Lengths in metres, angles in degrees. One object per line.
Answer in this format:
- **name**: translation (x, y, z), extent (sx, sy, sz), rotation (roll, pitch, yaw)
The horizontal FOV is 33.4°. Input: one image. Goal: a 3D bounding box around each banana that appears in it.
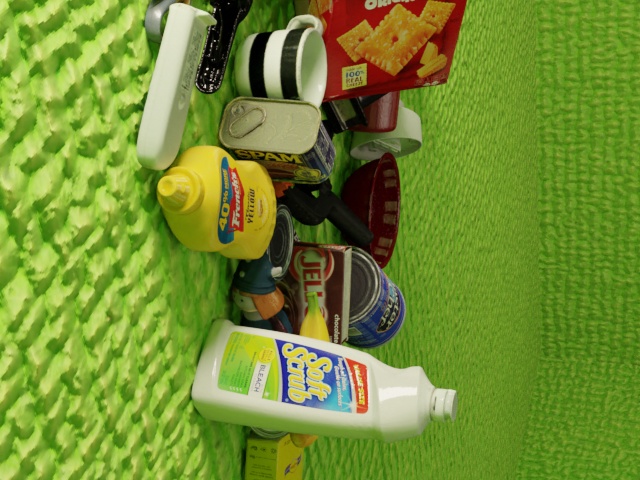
- **banana**: translation (-0.012, 0.148, 1.126), extent (0.197, 0.037, 0.069), rotation (-88, 157, -45)

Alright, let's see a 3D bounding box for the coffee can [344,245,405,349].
- **coffee can**: translation (0.044, 0.075, 1.363), extent (0.140, 0.103, 0.103), rotation (46, 51, -65)

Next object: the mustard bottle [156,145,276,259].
- **mustard bottle**: translation (-0.099, -0.037, 0.981), extent (0.191, 0.058, 0.096), rotation (16, 78, -71)

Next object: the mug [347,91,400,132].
- **mug**: translation (0.052, -0.184, 1.376), extent (0.117, 0.093, 0.081), rotation (-8, 109, -41)

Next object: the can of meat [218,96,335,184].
- **can of meat**: translation (-0.041, -0.098, 1.076), extent (0.084, 0.102, 0.057), rotation (56, 43, -65)

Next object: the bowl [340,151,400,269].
- **bowl**: translation (0.065, -0.042, 1.475), extent (0.162, 0.055, 0.162), rotation (4, 90, -72)

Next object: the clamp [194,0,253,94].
- **clamp**: translation (-0.084, -0.232, 0.992), extent (0.120, 0.039, 0.171), rotation (107, -4, -54)

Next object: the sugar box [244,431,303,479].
- **sugar box**: translation (-0.053, 0.298, 1.207), extent (0.093, 0.048, 0.176), rotation (-17, 109, -70)

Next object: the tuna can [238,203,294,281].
- **tuna can**: translation (-0.058, 0.001, 1.150), extent (0.086, 0.034, 0.086), rotation (4, 90, -72)

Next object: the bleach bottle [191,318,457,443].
- **bleach bottle**: translation (0.007, 0.138, 1.029), extent (0.068, 0.251, 0.102), rotation (67, 32, -53)

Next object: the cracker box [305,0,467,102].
- **cracker box**: translation (0.074, -0.259, 1.138), extent (0.214, 0.164, 0.072), rotation (99, -28, -43)

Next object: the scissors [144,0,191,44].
- **scissors**: translation (-0.115, -0.255, 0.947), extent (0.096, 0.016, 0.201), rotation (80, 23, -48)

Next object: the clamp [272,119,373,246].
- **clamp**: translation (-0.009, -0.074, 1.245), extent (0.209, 0.036, 0.164), rotation (4, 66, -63)

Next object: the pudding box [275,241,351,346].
- **pudding box**: translation (-0.013, 0.059, 1.208), extent (0.039, 0.090, 0.113), rotation (-30, 122, -69)
